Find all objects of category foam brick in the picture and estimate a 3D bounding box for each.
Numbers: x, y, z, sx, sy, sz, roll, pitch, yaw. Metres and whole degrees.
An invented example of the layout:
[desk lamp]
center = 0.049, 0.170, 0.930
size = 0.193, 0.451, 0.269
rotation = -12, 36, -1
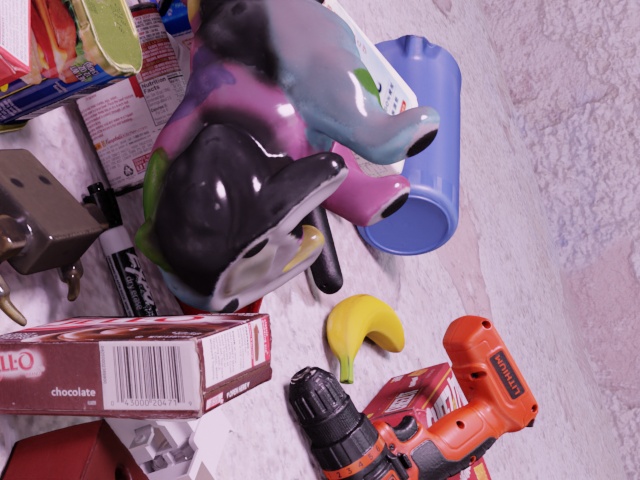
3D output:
[foam brick]
center = -0.112, 0.127, 0.469
size = 0.078, 0.051, 0.053
rotation = -81, 148, -55

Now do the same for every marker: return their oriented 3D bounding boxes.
[marker]
center = -0.112, 0.024, 0.626
size = 0.121, 0.020, 0.020
rotation = 70, 18, -3

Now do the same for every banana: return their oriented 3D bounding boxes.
[banana]
center = 0.041, 0.083, 0.986
size = 0.197, 0.037, 0.069
rotation = -9, 98, -70

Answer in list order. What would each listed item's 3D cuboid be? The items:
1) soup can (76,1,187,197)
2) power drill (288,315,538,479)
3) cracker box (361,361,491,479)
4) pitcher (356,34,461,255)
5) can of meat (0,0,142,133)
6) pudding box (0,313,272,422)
[soup can]
center = -0.113, -0.085, 0.652
size = 0.102, 0.069, 0.068
rotation = 69, 18, -7
[power drill]
center = 0.078, 0.141, 0.856
size = 0.187, 0.057, 0.184
rotation = -37, 104, -28
[cracker box]
center = 0.113, 0.236, 0.978
size = 0.214, 0.072, 0.164
rotation = 70, 18, -2
[pitcher]
center = 0.095, -0.096, 1.191
size = 0.149, 0.145, 0.242
rotation = 41, 36, -34
[can of meat]
center = -0.149, -0.117, 0.555
size = 0.102, 0.084, 0.057
rotation = 70, 19, -4
[pudding box]
center = -0.090, 0.057, 0.505
size = 0.090, 0.114, 0.039
rotation = -14, 103, -72
